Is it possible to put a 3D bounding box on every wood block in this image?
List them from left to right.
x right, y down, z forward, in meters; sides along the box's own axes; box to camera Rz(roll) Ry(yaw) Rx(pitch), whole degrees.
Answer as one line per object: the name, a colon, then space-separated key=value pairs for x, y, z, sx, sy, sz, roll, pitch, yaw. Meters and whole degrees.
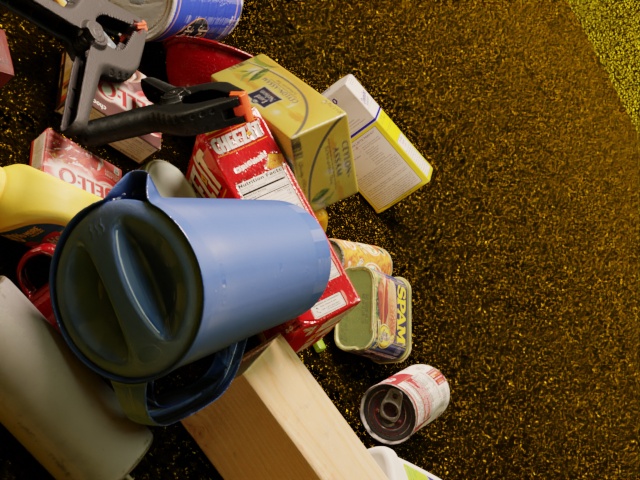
wood block: x=-0.023 y=0.202 z=0.972 sx=0.206 sy=0.091 sz=0.090 roll=54 pitch=28 yaw=-4

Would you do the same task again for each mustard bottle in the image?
mustard bottle: x=-0.218 y=-0.017 z=0.888 sx=0.191 sy=0.096 sz=0.058 roll=28 pitch=64 yaw=-40

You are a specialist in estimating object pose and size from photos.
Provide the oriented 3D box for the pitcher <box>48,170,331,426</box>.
pitcher: x=-0.088 y=0.037 z=0.847 sx=0.145 sy=0.149 sz=0.242 roll=48 pitch=22 yaw=15

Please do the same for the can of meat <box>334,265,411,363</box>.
can of meat: x=0.059 y=0.084 z=1.217 sx=0.083 sy=0.058 sz=0.102 roll=23 pitch=64 yaw=-54

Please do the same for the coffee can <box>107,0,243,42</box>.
coffee can: x=-0.168 y=-0.278 z=1.219 sx=0.103 sy=0.103 sz=0.140 roll=60 pitch=29 yaw=7

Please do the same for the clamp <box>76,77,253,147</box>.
clamp: x=-0.134 y=-0.128 z=1.005 sx=0.120 sy=0.172 sz=0.039 roll=-64 pitch=146 yaw=-47

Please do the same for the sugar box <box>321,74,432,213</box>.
sugar box: x=0.059 y=-0.128 z=1.423 sx=0.176 sy=0.093 sz=0.048 roll=49 pitch=29 yaw=-14

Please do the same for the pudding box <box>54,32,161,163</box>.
pudding box: x=-0.212 y=-0.143 z=1.083 sx=0.113 sy=0.039 sz=0.090 roll=31 pitch=39 yaw=-37

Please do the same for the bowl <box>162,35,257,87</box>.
bowl: x=-0.109 y=-0.168 z=1.192 sx=0.161 sy=0.162 sz=0.055 roll=28 pitch=77 yaw=-41

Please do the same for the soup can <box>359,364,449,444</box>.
soup can: x=0.097 y=0.181 z=1.197 sx=0.102 sy=0.069 sz=0.068 roll=-15 pitch=74 yaw=-60

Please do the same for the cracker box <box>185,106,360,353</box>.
cracker box: x=-0.057 y=0.001 z=1.051 sx=0.072 sy=0.164 sz=0.214 roll=-25 pitch=80 yaw=-20

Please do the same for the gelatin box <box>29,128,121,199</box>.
gelatin box: x=-0.225 y=-0.051 z=0.982 sx=0.089 sy=0.030 sz=0.073 roll=32 pitch=37 yaw=-36

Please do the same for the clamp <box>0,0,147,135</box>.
clamp: x=-0.224 y=-0.181 z=1.021 sx=0.164 sy=0.036 sz=0.209 roll=64 pitch=26 yaw=2
